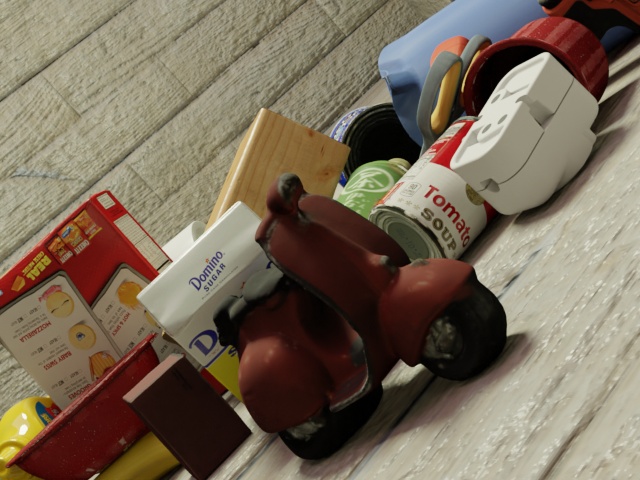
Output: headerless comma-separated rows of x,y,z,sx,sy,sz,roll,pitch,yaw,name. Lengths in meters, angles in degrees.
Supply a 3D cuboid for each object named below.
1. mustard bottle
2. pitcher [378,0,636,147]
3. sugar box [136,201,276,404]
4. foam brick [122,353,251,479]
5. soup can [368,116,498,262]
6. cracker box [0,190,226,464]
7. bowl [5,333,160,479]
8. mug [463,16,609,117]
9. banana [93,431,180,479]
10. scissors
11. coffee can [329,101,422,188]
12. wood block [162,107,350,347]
-0.253,0.191,1.008,0.058,0.096,0.191,-33,-5,13,mustard bottle
0.186,-0.185,0.978,0.243,0.145,0.149,-32,24,37,pitcher
-0.049,0.053,0.735,0.093,0.048,0.176,-44,-26,-6,sugar box
-0.098,0.127,0.778,0.053,0.078,0.051,-42,6,-16,foam brick
0.089,-0.029,0.744,0.102,0.068,0.069,-46,8,-25,soup can
-0.193,0.084,1.003,0.164,0.213,0.072,-40,5,13,cracker box
-0.184,0.151,0.894,0.162,0.055,0.162,-42,3,2,bowl
0.155,-0.108,0.787,0.117,0.093,0.081,-40,2,39,mug
-0.165,0.202,0.855,0.198,0.037,0.069,-41,5,8,banana
0.096,-0.079,0.825,0.096,0.016,0.202,-48,-22,-27,scissors
0.063,-0.091,1.115,0.103,0.103,0.140,-42,7,0,coffee can
-0.057,0.001,0.945,0.091,0.090,0.206,133,158,-64,wood block
